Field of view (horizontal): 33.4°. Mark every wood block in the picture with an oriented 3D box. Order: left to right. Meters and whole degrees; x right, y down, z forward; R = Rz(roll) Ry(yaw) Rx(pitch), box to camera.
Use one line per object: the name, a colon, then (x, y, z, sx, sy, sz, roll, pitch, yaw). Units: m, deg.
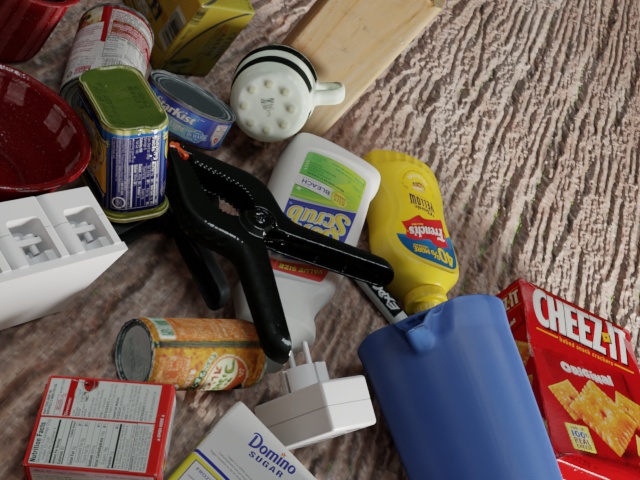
wood block: (0.029, -0.203, 1.054, 0.090, 0.206, 0.090, 38, 38, -10)

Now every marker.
marker: (0.059, 0.057, 1.002, 0.121, 0.020, 0.020, 51, 38, 6)

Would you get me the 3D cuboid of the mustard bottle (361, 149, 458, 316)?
mustard bottle: (0.089, 0.003, 1.047, 0.096, 0.058, 0.191, 21, 44, -36)

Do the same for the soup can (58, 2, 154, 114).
soup can: (-0.183, -0.147, 0.918, 0.068, 0.069, 0.102, 26, 43, -24)

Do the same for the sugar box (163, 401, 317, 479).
sugar box: (-0.077, 0.197, 0.729, 0.093, 0.048, 0.176, 46, 35, 0)

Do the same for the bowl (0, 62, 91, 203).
bowl: (-0.253, -0.070, 0.779, 0.162, 0.055, 0.162, 21, 34, -15)

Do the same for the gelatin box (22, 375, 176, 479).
gelatin box: (-0.145, 0.129, 0.708, 0.089, 0.030, 0.073, 4, 46, 0)

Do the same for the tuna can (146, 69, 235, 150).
tuna can: (-0.121, -0.116, 0.953, 0.086, 0.034, 0.086, 29, 17, -10)

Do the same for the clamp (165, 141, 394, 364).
clamp: (-0.056, 0.001, 0.851, 0.210, 0.036, 0.164, 38, 38, 7)

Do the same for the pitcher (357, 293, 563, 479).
pitcher: (0.132, 0.179, 0.887, 0.149, 0.145, 0.243, -3, 62, -31)

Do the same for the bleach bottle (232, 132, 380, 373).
bleach bottle: (-0.015, 0.015, 0.936, 0.102, 0.068, 0.250, 28, 43, -14)

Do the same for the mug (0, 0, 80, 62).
mug: (-0.265, -0.204, 0.882, 0.117, 0.082, 0.093, 3, 55, -42)

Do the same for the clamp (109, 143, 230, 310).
clamp: (-0.133, -0.022, 0.878, 0.120, 0.039, 0.171, 22, 36, -27)

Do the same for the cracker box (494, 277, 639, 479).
cracker box: (0.249, 0.159, 1.045, 0.164, 0.072, 0.213, 25, 42, -26)

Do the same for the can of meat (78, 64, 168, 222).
can of meat: (-0.157, -0.078, 0.839, 0.057, 0.084, 0.102, -11, 42, -24)
